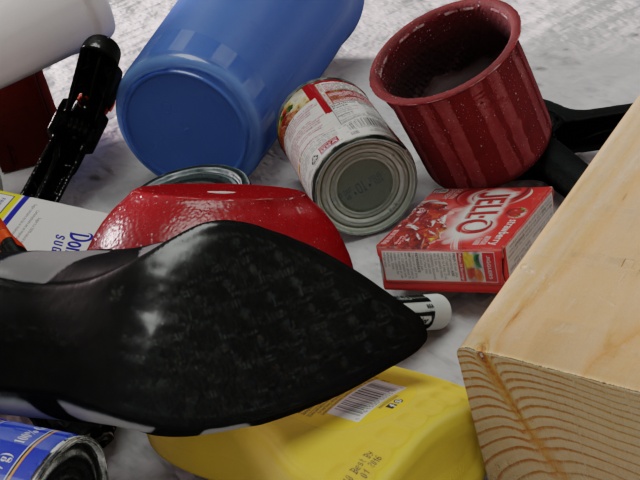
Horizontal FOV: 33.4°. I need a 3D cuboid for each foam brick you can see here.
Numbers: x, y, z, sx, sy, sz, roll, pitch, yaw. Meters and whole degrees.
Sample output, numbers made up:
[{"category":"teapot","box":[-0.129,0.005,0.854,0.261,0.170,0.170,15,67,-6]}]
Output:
[{"category":"foam brick","box":[-0.238,-0.102,0.840,0.053,0.078,0.051,-15,32,-5]}]

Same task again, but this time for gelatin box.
[{"category":"gelatin box","box":[0.083,-0.003,0.589,0.073,0.030,0.089,1,24,31]}]

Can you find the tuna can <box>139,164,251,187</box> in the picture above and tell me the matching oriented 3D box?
[{"category":"tuna can","box":[-0.082,-0.015,0.681,0.086,0.034,0.086,-9,31,5]}]

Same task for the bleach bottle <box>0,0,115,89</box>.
[{"category":"bleach bottle","box":[-0.260,-0.105,0.694,0.103,0.068,0.250,-1,31,50]}]

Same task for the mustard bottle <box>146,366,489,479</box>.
[{"category":"mustard bottle","box":[-0.024,0.076,0.486,0.192,0.058,0.096,16,31,39]}]

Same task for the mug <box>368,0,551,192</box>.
[{"category":"mug","box":[0.079,-0.085,0.641,0.117,0.081,0.093,14,58,45]}]

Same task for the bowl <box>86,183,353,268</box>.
[{"category":"bowl","box":[-0.054,0.001,0.564,0.162,0.055,0.162,2,8,0]}]

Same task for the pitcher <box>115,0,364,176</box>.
[{"category":"pitcher","box":[-0.066,-0.140,0.806,0.145,0.149,0.242,19,40,5]}]

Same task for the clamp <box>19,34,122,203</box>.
[{"category":"clamp","box":[-0.169,-0.089,0.758,0.036,0.165,0.210,26,21,-11]}]

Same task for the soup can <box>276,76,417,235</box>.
[{"category":"soup can","box":[0.015,-0.055,0.679,0.068,0.068,0.102,-16,31,-7]}]
